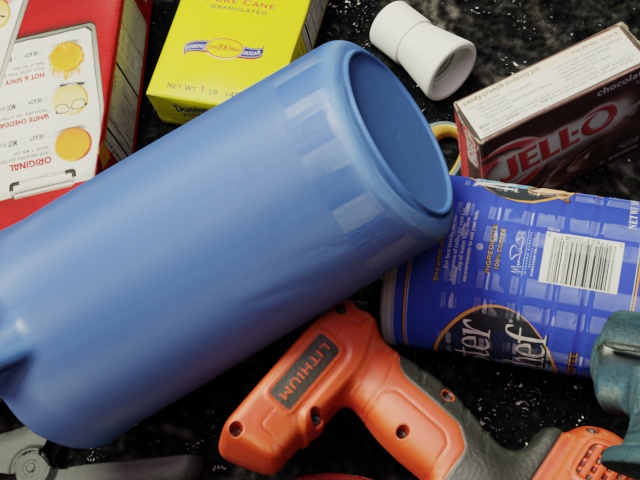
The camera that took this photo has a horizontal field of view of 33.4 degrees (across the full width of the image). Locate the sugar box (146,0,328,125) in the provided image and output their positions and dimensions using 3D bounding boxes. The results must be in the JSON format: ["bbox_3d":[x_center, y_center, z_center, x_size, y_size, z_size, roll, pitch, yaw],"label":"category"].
[{"bbox_3d":[-0.046,-0.160,0.732,0.093,0.048,0.176,10,71,14],"label":"sugar box"}]

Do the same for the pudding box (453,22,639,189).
[{"bbox_3d":[0.137,-0.068,0.635,0.113,0.090,0.039,-28,61,-3],"label":"pudding box"}]

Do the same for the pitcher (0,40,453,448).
[{"bbox_3d":[-0.054,0.001,0.558,0.243,0.144,0.149,-29,40,25],"label":"pitcher"}]

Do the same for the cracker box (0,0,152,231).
[{"bbox_3d":[-0.207,-0.089,0.720,0.164,0.072,0.213,-1,68,11],"label":"cracker box"}]

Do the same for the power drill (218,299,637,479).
[{"bbox_3d":[0.043,0.132,0.531,0.188,0.057,0.184,35,63,13],"label":"power drill"}]

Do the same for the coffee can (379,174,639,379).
[{"bbox_3d":[0.113,0.020,0.596,0.140,0.103,0.103,9,70,14],"label":"coffee can"}]

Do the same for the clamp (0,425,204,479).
[{"bbox_3d":[-0.155,0.142,0.631,0.171,0.039,0.120,-45,60,-11],"label":"clamp"}]
